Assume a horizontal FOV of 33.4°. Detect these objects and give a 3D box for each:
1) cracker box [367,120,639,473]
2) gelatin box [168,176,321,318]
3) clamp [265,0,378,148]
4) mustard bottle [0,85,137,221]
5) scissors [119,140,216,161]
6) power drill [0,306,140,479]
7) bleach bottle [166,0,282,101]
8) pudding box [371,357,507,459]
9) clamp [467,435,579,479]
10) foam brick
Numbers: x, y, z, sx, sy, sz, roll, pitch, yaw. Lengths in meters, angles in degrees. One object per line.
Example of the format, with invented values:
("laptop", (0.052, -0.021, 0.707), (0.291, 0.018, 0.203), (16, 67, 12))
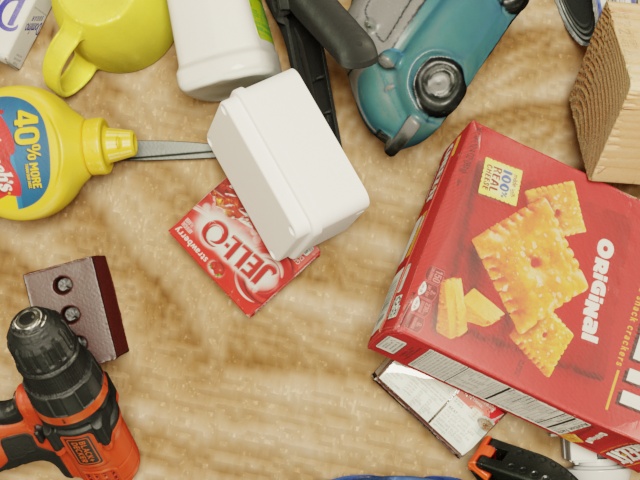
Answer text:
("cracker box", (0.162, 0.039, 0.731), (0.213, 0.072, 0.164), (25, 70, -3))
("gelatin box", (-0.055, 0.001, 0.788), (0.073, 0.030, 0.089), (-42, 89, 0))
("clamp", (-0.015, -0.162, 0.757), (0.036, 0.165, 0.210), (-15, 66, -14))
("mustard bottle", (-0.226, -0.061, 0.762), (0.191, 0.058, 0.096), (-5, 93, 3))
("scissors", (-0.176, -0.050, 0.799), (0.202, 0.016, 0.096), (15, 92, 2))
("power drill", (-0.233, 0.120, 0.735), (0.188, 0.057, 0.184), (-7, 134, 7))
("bleach bottle", (-0.088, -0.229, 0.754), (0.068, 0.102, 0.251), (-13, 90, 8))
("pudding box", (0.107, 0.089, 0.781), (0.090, 0.039, 0.113), (43, 88, 4))
("clamp", (0.181, 0.207, 0.763), (0.172, 0.120, 0.039), (33, 49, 20))
("foam brick", (-0.177, 0.053, 0.780), (0.053, 0.051, 0.078), (-15, 89, 1))
